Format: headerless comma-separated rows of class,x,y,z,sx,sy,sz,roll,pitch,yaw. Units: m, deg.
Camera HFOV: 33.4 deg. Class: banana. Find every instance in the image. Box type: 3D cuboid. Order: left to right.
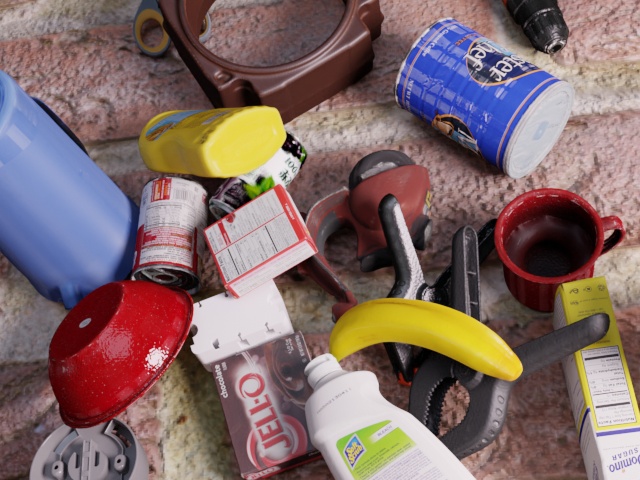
banana,0.078,0.081,0.898,0.198,0.069,0.037,-4,20,41

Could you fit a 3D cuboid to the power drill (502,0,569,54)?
power drill,0.274,-0.290,1.109,0.187,0.057,0.184,-19,61,1

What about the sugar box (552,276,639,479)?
sugar box,0.232,0.128,0.882,0.048,0.093,0.176,-11,62,3

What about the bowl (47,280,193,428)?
bowl,-0.193,0.089,0.966,0.162,0.055,0.162,-31,30,20

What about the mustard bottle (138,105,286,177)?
mustard bottle,-0.126,-0.099,1.060,0.096,0.058,0.192,-34,25,-31

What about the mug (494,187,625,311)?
mug,0.215,0.009,0.953,0.117,0.081,0.093,-21,61,1

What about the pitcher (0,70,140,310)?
pitcher,-0.273,-0.059,0.999,0.149,0.242,0.145,33,75,32

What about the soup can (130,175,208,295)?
soup can,-0.146,-0.004,1.043,0.068,0.068,0.102,-3,62,10

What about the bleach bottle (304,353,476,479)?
bleach bottle,0.069,0.189,0.863,0.102,0.068,0.251,-33,59,-6

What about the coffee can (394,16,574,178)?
coffee can,0.157,-0.138,1.030,0.140,0.103,0.102,36,75,26

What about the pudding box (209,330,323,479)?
pudding box,-0.040,0.150,0.958,0.090,0.039,0.113,-20,61,1

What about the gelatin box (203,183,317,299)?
gelatin box,-0.057,0.001,0.976,0.089,0.030,0.073,-31,52,6

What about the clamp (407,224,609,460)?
clamp,0.127,0.100,0.902,0.165,0.036,0.210,46,110,39

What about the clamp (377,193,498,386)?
clamp,0.105,0.046,0.960,0.120,0.039,0.171,3,92,-11

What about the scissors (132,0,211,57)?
scissors,-0.204,-0.287,1.205,0.096,0.016,0.202,-42,77,-3
